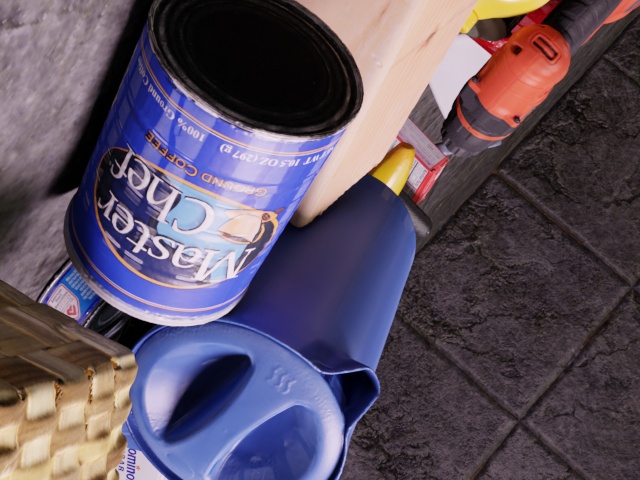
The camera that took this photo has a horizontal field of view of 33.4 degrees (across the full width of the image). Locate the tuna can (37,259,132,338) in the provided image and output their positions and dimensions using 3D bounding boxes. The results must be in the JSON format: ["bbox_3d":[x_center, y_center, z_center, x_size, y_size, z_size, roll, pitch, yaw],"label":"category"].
[{"bbox_3d":[-0.136,0.032,0.667,0.086,0.034,0.086,-47,172,-9],"label":"tuna can"}]

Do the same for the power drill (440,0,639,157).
[{"bbox_3d":[0.178,-0.150,0.824,0.187,0.057,0.185,-46,180,-19],"label":"power drill"}]

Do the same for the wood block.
[{"bbox_3d":[0.013,-0.110,0.592,0.090,0.090,0.206,-42,170,-34],"label":"wood block"}]

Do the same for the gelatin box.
[{"bbox_3d":[0.077,-0.085,1.042,0.030,0.089,0.073,-38,167,-28],"label":"gelatin box"}]

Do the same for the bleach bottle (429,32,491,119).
[{"bbox_3d":[0.169,-0.176,1.141,0.068,0.102,0.250,-20,-172,17],"label":"bleach bottle"}]

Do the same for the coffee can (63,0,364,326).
[{"bbox_3d":[-0.055,-0.040,0.513,0.102,0.103,0.140,-39,168,-47],"label":"coffee can"}]

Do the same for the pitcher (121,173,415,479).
[{"bbox_3d":[-0.026,0.049,0.679,0.145,0.149,0.242,-66,175,32],"label":"pitcher"}]
